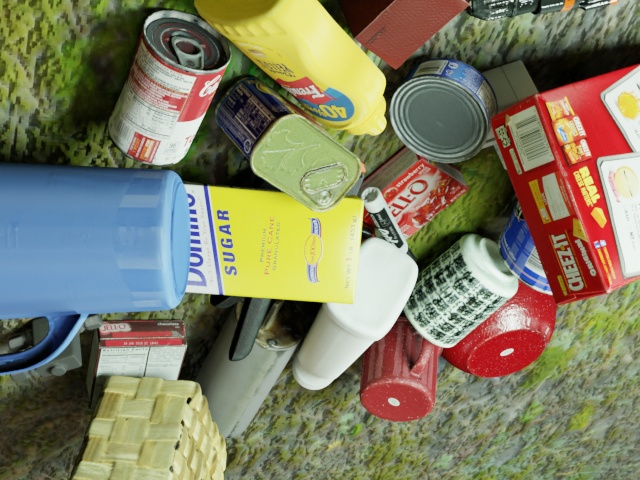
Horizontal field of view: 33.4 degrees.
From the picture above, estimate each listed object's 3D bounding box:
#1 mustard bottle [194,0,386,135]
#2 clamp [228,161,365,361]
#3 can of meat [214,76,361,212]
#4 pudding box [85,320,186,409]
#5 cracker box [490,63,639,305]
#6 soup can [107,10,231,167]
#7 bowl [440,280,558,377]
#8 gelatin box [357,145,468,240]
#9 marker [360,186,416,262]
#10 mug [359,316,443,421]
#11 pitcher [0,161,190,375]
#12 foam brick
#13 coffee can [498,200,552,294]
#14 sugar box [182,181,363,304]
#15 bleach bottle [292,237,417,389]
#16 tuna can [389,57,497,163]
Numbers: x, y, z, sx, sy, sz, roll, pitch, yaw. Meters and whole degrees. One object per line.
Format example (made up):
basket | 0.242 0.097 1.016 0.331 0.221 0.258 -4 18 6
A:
mustard bottle | -0.005 -0.135 0.812 0.191 0.096 0.058 38 75 -46
clamp | -0.055 -0.013 0.948 0.210 0.036 0.164 -43 110 2
can of meat | -0.028 -0.080 0.864 0.102 0.084 0.057 31 102 -42
pudding box | -0.191 0.128 1.100 0.090 0.039 0.114 2 136 -19
cracker box | 0.260 -0.058 0.885 0.213 0.164 0.072 -19 178 -31
soup can | -0.117 -0.114 0.814 0.068 0.068 0.102 7 136 -26
bowl | 0.200 0.106 1.195 0.162 0.055 0.162 -10 140 -8
gelatin box | 0.081 -0.044 0.996 0.089 0.030 0.073 -40 135 26
marker | 0.065 -0.008 0.992 0.020 0.020 0.121 -23 141 8
mug | 0.091 0.136 1.149 0.093 0.081 0.117 23 136 -15
pitcher | -0.227 0.011 0.821 0.243 0.145 0.149 0 131 2
foam brick | 0.062 -0.181 0.810 0.078 0.051 0.052 -39 135 25
coffee can | 0.239 -0.030 1.009 0.102 0.103 0.140 -2 139 -17
sugar box | -0.056 0.001 0.905 0.176 0.048 0.093 4 95 -10
bleach bottle | 0.017 0.095 1.065 0.068 0.102 0.251 33 148 2
tuna can | 0.103 -0.109 0.891 0.086 0.033 0.086 17 136 17
